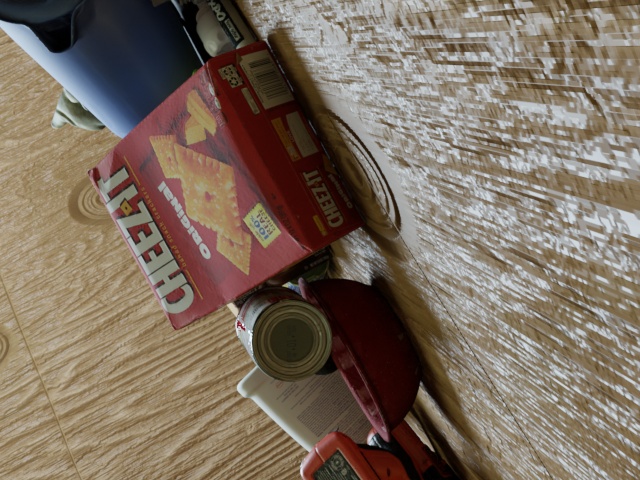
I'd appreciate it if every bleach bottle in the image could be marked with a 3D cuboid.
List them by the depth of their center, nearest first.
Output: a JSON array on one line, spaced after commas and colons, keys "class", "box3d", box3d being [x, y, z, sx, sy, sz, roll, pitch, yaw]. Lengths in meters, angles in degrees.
[{"class": "bleach bottle", "box3d": [0.036, 0.206, 1.099, 0.251, 0.102, 0.068, 46, 179, 4]}]

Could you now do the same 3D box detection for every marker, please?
[{"class": "marker", "box3d": [-0.081, -0.192, 0.869, 0.121, 0.020, 0.020, 60, 173, 21]}]

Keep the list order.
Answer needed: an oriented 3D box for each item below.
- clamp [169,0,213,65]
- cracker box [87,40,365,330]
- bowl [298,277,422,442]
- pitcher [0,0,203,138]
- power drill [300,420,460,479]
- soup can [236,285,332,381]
[{"class": "clamp", "box3d": [-0.124, -0.221, 0.999, 0.210, 0.036, 0.164, 58, 172, 3]}, {"class": "cracker box", "box3d": [-0.085, -0.036, 0.866, 0.214, 0.071, 0.164, -30, 88, 47]}, {"class": "bowl", "box3d": [0.042, 0.092, 0.928, 0.162, 0.055, 0.162, 61, 173, 12]}, {"class": "pitcher", "box3d": [-0.185, -0.190, 0.908, 0.145, 0.149, 0.242, 28, 168, 22]}, {"class": "power drill", "box3d": [0.076, 0.235, 0.956, 0.185, 0.057, 0.187, 48, -166, 28]}, {"class": "soup can", "box3d": [-0.031, 0.076, 0.884, 0.068, 0.068, 0.102, 63, 172, -8]}]
